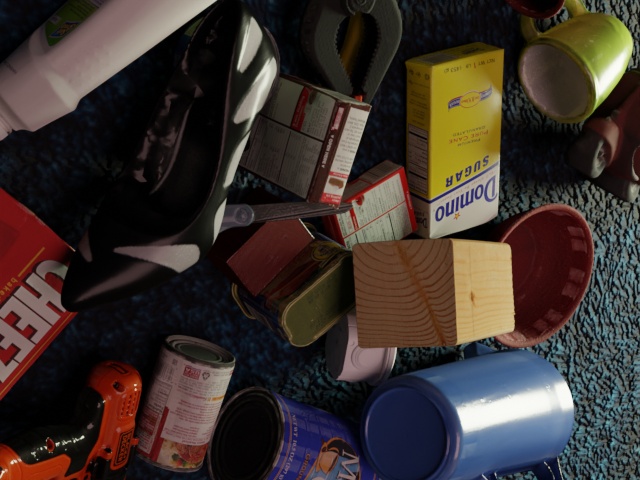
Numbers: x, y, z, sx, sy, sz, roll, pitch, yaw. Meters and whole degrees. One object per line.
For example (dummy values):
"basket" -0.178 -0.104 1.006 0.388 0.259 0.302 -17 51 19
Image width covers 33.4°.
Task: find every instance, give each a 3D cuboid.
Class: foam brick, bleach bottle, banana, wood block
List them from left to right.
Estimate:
"bleach bottle" -0.154 -0.162 0.783 0.250 0.103 0.068 -41 121 -8
"foam brick" -0.056 0.001 0.936 0.078 0.053 0.051 -44 128 -12
"banana" 0.033 -0.220 0.920 0.069 0.037 0.198 -12 115 -34
"wood block" 0.110 0.046 0.976 0.205 0.090 0.091 4 83 -67

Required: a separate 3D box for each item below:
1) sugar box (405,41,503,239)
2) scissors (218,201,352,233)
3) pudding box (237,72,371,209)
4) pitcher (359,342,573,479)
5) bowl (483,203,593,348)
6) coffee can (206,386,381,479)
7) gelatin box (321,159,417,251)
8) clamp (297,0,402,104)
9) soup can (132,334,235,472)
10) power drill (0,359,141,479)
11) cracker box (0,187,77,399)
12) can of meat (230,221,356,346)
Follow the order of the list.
"sugar box" 0.129 -0.095 1.033 0.093 0.048 0.176 -18 117 -29
"scissors" -0.077 -0.003 0.887 0.201 0.016 0.096 11 88 -12
"pudding box" -0.017 -0.086 0.890 0.039 0.114 0.090 8 104 -39
"pitcher" 0.150 0.187 1.053 0.242 0.149 0.145 3 99 -55
"bowl" 0.215 0.031 1.138 0.161 0.055 0.162 -14 116 -31
"coffee can" -0.022 0.206 1.011 0.140 0.103 0.103 27 92 -39
"gelatin box" 0.045 -0.024 1.012 0.089 0.030 0.073 -31 125 -21
"clamp" 0.016 -0.206 0.875 0.164 0.036 0.210 -6 116 -26
"soup can" -0.121 0.142 0.937 0.068 0.069 0.102 12 100 -38
"power drill" -0.224 0.199 0.856 0.187 0.057 0.184 -22 130 -59
"cracker box" -0.286 0.021 0.768 0.164 0.072 0.213 -49 129 -9
"can of meat" -0.016 0.040 0.960 0.102 0.084 0.057 -40 126 -16
